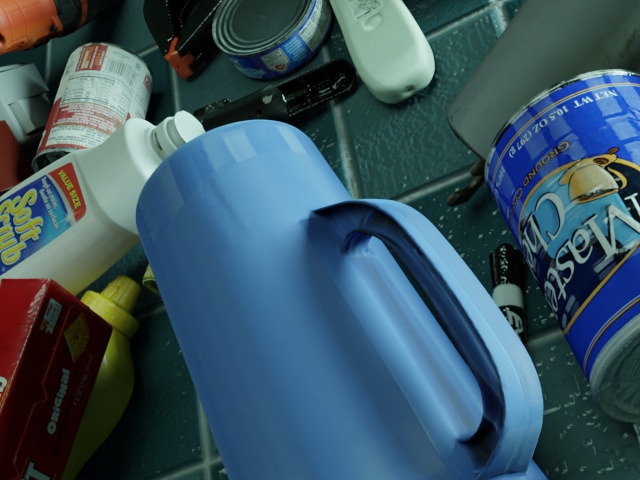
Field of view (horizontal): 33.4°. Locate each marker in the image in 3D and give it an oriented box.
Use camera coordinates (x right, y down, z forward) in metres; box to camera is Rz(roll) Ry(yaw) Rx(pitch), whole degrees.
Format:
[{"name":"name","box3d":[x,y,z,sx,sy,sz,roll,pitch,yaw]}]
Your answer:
[{"name":"marker","box3d":[0.100,0.055,0.566,0.020,0.020,0.121,-13,54,24]}]

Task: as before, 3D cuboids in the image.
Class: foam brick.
[{"name":"foam brick","box3d":[-0.248,-0.049,0.757,0.051,0.078,0.053,-28,94,13]}]

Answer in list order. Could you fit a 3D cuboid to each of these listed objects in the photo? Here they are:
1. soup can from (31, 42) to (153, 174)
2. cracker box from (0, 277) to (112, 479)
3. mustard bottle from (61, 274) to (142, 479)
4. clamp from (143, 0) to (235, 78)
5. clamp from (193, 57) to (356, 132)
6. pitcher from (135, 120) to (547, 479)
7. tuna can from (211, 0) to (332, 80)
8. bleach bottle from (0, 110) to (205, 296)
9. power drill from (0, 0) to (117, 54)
[{"name":"soup can","box3d":[-0.167,-0.088,0.793,0.069,0.068,0.102,-7,56,28]},{"name":"cracker box","box3d":[-0.242,0.109,0.627,0.214,0.072,0.164,-2,61,31]},{"name":"mustard bottle","box3d":[-0.172,0.105,0.674,0.096,0.058,0.191,20,72,39]},{"name":"clamp","box3d":[-0.100,-0.221,0.861,0.165,0.036,0.210,0,61,31]},{"name":"clamp","box3d":[-0.066,-0.075,0.709,0.172,0.120,0.039,-23,92,22]},{"name":"pitcher","box3d":[0.002,0.051,0.518,0.149,0.145,0.243,-30,59,1]},{"name":"tuna can","box3d":[-0.035,-0.160,0.782,0.086,0.033,0.086,-16,53,22]},{"name":"bleach bottle","box3d":[-0.171,-0.011,0.707,0.251,0.068,0.102,-34,48,27]},{"name":"power drill","box3d":[-0.272,-0.165,0.883,0.188,0.057,0.184,-24,10,30]}]
